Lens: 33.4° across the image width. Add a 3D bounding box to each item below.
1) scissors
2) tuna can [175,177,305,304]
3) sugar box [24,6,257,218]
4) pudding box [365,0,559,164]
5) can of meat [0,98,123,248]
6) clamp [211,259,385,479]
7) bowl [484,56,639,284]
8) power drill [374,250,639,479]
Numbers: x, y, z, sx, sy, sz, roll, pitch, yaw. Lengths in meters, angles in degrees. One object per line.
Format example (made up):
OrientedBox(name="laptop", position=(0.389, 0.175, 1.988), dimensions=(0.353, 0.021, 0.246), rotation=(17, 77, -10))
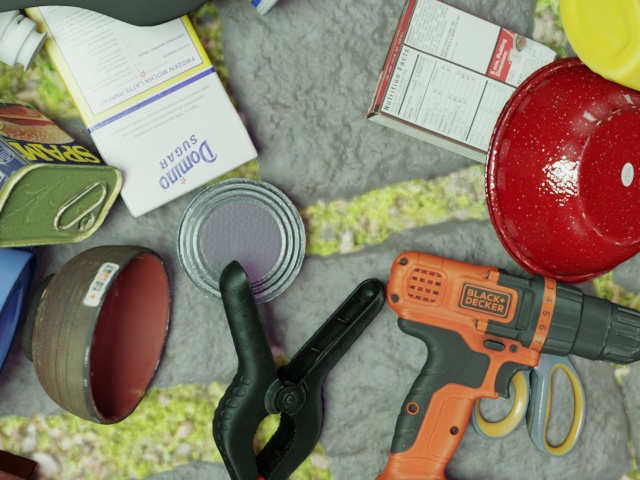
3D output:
OrientedBox(name="scissors", position=(0.146, 0.058, 0.766), dimensions=(0.096, 0.016, 0.202), rotation=(-7, 93, -10))
OrientedBox(name="tuna can", position=(-0.055, 0.001, 0.717), dimensions=(0.086, 0.034, 0.086), rotation=(0, 92, -11))
OrientedBox(name="sugar box", position=(-0.121, -0.112, 0.695), dimensions=(0.093, 0.048, 0.176), rotation=(-27, 99, -8))
OrientedBox(name="pudding box", position=(0.098, -0.109, 0.741), dimensions=(0.113, 0.039, 0.090), rotation=(20, 88, -9))
OrientedBox(name="can of meat", position=(-0.185, -0.043, 0.646), dimensions=(0.084, 0.102, 0.057), rotation=(37, 107, 20))
OrientedBox(name="clamp", position=(-0.018, 0.094, 0.714), dimensions=(0.120, 0.039, 0.171), rotation=(1, 110, -22))
OrientedBox(name="bowl", position=(0.193, -0.045, 0.729), dimensions=(0.161, 0.055, 0.162), rotation=(-4, 98, -27))
OrientedBox(name="power drill", position=(0.119, 0.112, 0.725), dimensions=(0.184, 0.057, 0.187), rotation=(14, 85, 6))
